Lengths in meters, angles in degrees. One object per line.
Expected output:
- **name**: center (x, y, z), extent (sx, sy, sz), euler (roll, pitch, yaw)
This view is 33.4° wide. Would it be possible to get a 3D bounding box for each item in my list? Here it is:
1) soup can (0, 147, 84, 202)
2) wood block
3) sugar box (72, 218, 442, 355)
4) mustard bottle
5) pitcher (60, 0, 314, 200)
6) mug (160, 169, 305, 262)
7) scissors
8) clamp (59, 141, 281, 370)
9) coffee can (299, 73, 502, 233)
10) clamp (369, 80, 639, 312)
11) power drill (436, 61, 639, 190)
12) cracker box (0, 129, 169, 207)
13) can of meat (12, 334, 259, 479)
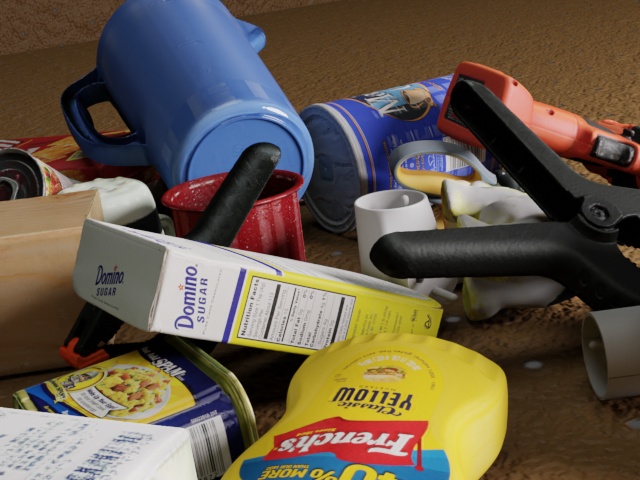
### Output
- **soup can**: center (-0.212, -0.024, 0.808), extent (0.069, 0.068, 0.102), euler (-1, -12, 17)
- **wood block**: center (-0.238, 0.034, 0.665), extent (0.206, 0.090, 0.091), euler (-8, 18, -3)
- **sugar box**: center (-0.031, 0.031, 0.557), extent (0.175, 0.048, 0.093), euler (10, 3, -36)
- **mustard bottle**: center (0.012, 0.098, 0.414), extent (0.096, 0.058, 0.191), euler (5, 21, 17)
- **pitcher**: center (-0.103, -0.102, 0.852), extent (0.144, 0.149, 0.243), euler (25, 17, -32)
- **mug**: center (-0.055, 0.001, 0.709), extent (0.093, 0.081, 0.117), euler (-11, 18, -11)
- **scissors**: center (0.132, -0.023, 0.796), extent (0.201, 0.096, 0.016), euler (16, 40, -24)
- **clamp**: center (-0.064, 0.035, 0.618), extent (0.171, 0.120, 0.039), euler (-38, 17, -19)
- **coffee can**: center (0.062, -0.072, 0.858), extent (0.140, 0.103, 0.103), euler (-16, 20, -28)
- **clamp**: center (0.143, -0.011, 0.587), extent (0.210, 0.036, 0.164), euler (19, 47, 2)
- **power drill**: center (0.192, -0.070, 0.776), extent (0.187, 0.057, 0.185), euler (17, 9, -20)
- **cracker box**: center (-0.251, -0.053, 0.974), extent (0.214, 0.072, 0.164), euler (-2, 17, 17)
- **can of meat**: center (-0.085, 0.089, 0.486), extent (0.083, 0.057, 0.102), euler (-18, 20, -24)
